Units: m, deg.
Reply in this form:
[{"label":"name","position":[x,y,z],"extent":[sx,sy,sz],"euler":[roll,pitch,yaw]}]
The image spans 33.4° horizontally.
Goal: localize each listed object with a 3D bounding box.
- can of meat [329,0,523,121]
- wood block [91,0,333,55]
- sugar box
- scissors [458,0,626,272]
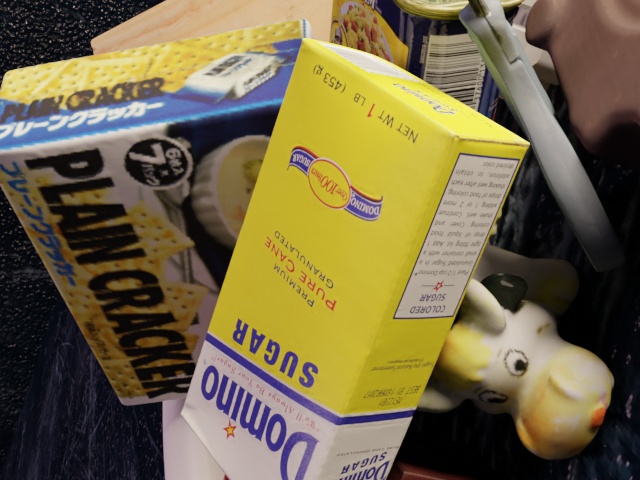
[{"label":"can of meat","position":[0.041,-0.088,0.469],"extent":[0.102,0.057,0.084],"euler":[-120,27,-46]},{"label":"wood block","position":[-0.023,-0.110,0.623],"extent":[0.206,0.090,0.090],"euler":[-17,86,34]},{"label":"sugar box","position":[0.004,0.022,0.414],"extent":[0.093,0.048,0.176],"euler":[40,117,44]},{"label":"scissors","position":[0.068,-0.058,0.375],"extent":[0.016,0.201,0.096],"euler":[-28,50,13]}]
